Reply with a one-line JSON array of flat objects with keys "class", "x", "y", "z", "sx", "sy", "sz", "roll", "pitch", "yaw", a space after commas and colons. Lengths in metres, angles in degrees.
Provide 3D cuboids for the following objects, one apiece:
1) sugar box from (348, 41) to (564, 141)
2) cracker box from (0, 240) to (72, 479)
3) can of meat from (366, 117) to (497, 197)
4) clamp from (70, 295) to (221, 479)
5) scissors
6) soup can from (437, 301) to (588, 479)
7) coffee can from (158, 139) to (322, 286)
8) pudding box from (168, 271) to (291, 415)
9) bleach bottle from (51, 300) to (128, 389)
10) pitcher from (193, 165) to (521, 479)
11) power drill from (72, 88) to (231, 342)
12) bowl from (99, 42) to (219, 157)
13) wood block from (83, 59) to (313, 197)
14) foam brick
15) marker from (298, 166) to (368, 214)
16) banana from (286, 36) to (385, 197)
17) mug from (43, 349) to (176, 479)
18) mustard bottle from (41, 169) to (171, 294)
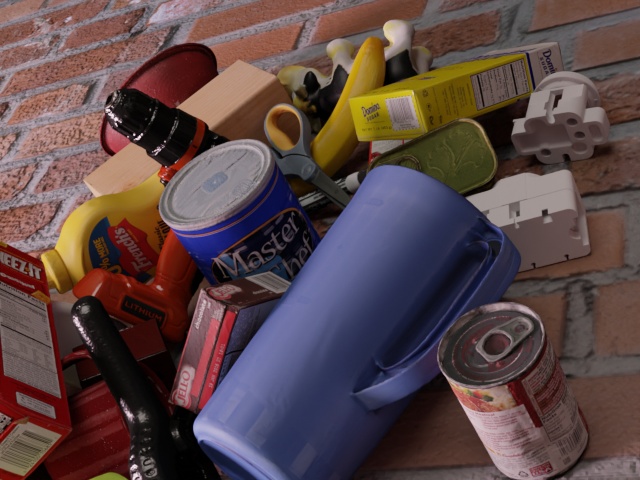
[{"class": "sugar box", "x": 0.122, "y": -0.133, "z": 0.941, "sx": 0.175, "sy": 0.048, "sz": 0.094, "roll": -25, "pitch": 17, "yaw": -32}, {"class": "cracker box", "x": -0.282, "y": 0.119, "z": 0.838, "sx": 0.164, "sy": 0.072, "sz": 0.214, "roll": -46, "pitch": 37, "yaw": 14}, {"class": "can of meat", "x": 0.095, "y": -0.053, "z": 0.887, "sx": 0.102, "sy": 0.057, "sz": 0.084, "roll": -25, "pitch": -9, "yaw": 7}, {"class": "clamp", "x": -0.115, "y": 0.141, "z": 0.770, "sx": 0.036, "sy": 0.164, "sz": 0.210, "roll": -33, "pitch": 44, "yaw": 13}, {"class": "scissors", "x": -0.024, "y": -0.053, "z": 0.989, "sx": 0.096, "sy": 0.016, "sz": 0.202, "roll": -44, "pitch": 43, "yaw": 19}, {"class": "soup can", "x": 0.124, "y": 0.097, "z": 0.674, "sx": 0.068, "sy": 0.102, "sz": 0.068, "roll": -20, "pitch": 36, "yaw": 15}, {"class": "coffee can", "x": -0.056, "y": 0.001, "z": 0.891, "sx": 0.103, "sy": 0.140, "sz": 0.103, "roll": -20, "pitch": 36, "yaw": 15}, {"class": "pudding box", "x": -0.061, "y": 0.076, "z": 0.800, "sx": 0.039, "sy": 0.090, "sz": 0.113, "roll": 24, "pitch": 14, "yaw": 22}, {"class": "bleach bottle", "x": -0.285, "y": 0.081, "z": 1.015, "sx": 0.251, "sy": 0.102, "sz": 0.068, "roll": 8, "pitch": 76, "yaw": 50}, {"class": "pitcher", "x": 0.027, "y": 0.073, "z": 0.754, "sx": 0.145, "sy": 0.149, "sz": 0.242, "roll": 31, "pitch": 67, "yaw": 17}, {"class": "power drill", "x": -0.140, "y": -0.019, "z": 0.933, "sx": 0.057, "sy": 0.184, "sz": 0.187, "roll": 22, "pitch": 83, "yaw": 60}, {"class": "bowl", "x": -0.159, "y": -0.134, "z": 1.158, "sx": 0.162, "sy": 0.162, "sz": 0.055, "roll": -40, "pitch": 71, "yaw": -13}, {"class": "wood block", "x": -0.122, "y": -0.081, "z": 1.086, "sx": 0.206, "sy": 0.090, "sz": 0.091, "roll": -40, "pitch": 36, "yaw": -12}, {"class": "foam brick", "x": -0.162, "y": 0.110, "z": 0.898, "sx": 0.078, "sy": 0.053, "sz": 0.051, "roll": -21, "pitch": 34, "yaw": -8}, {"class": "marker", "x": 0.015, "y": -0.045, "z": 0.972, "sx": 0.121, "sy": 0.020, "sz": 0.020, "roll": -23, "pitch": 32, "yaw": 40}, {"class": "banana", "x": 0.007, "y": -0.105, "z": 1.028, "sx": 0.070, "sy": 0.037, "sz": 0.198, "roll": 45, "pitch": 98, "yaw": 18}, {"class": "mug", "x": -0.170, "y": 0.141, "z": 0.831, "sx": 0.081, "sy": 0.117, "sz": 0.093, "roll": -26, "pitch": 7, "yaw": 14}, {"class": "mustard bottle", "x": -0.180, "y": 0.000, "z": 0.989, "sx": 0.191, "sy": 0.096, "sz": 0.058, "roll": -26, "pitch": 34, "yaw": -18}]
